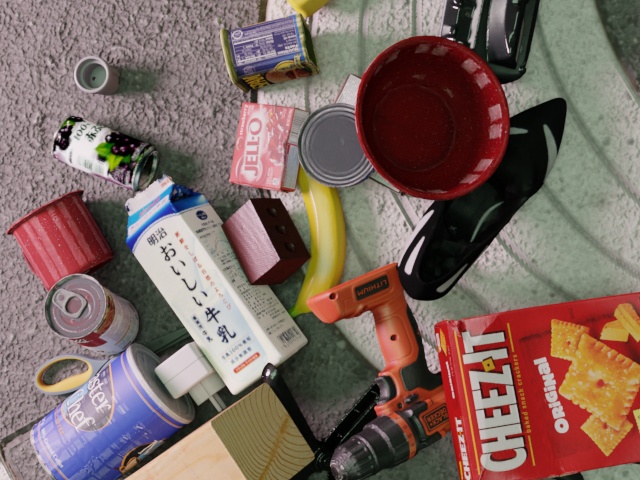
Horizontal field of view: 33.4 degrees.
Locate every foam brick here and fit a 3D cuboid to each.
[{"bbox_3d":[-0.057,0.001,1.118,0.051,0.052,0.078,-39,70,31],"label":"foam brick"}]

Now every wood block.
[{"bbox_3d":[-0.114,0.237,1.075,0.206,0.090,0.090,-38,84,40],"label":"wood block"}]

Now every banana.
[{"bbox_3d":[-0.007,-0.009,1.133,0.070,0.037,0.198,3,91,8],"label":"banana"}]

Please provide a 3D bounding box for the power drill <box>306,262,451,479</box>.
[{"bbox_3d":[0.057,0.129,1.069,0.184,0.057,0.187,-23,90,-34],"label":"power drill"}]

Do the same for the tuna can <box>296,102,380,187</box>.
[{"bbox_3d":[0.021,-0.097,1.092,0.086,0.033,0.086,1,93,12],"label":"tuna can"}]

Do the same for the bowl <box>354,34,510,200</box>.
[{"bbox_3d":[0.102,-0.116,1.050,0.162,0.055,0.162,2,84,-16],"label":"bowl"}]

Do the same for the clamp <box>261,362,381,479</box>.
[{"bbox_3d":[-0.007,0.217,1.105,0.164,0.036,0.210,12,100,-29],"label":"clamp"}]

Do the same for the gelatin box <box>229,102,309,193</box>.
[{"bbox_3d":[-0.055,-0.098,1.129,0.073,0.030,0.089,11,91,37],"label":"gelatin box"}]

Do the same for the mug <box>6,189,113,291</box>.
[{"bbox_3d":[-0.284,0.008,1.158,0.117,0.093,0.081,-30,91,39],"label":"mug"}]

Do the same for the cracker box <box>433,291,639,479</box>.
[{"bbox_3d":[0.233,0.144,1.045,0.213,0.072,0.164,-8,80,-6],"label":"cracker box"}]

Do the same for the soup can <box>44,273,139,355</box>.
[{"bbox_3d":[-0.240,0.080,1.130,0.068,0.102,0.068,-3,73,10],"label":"soup can"}]

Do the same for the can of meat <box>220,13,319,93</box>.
[{"bbox_3d":[-0.050,-0.195,1.108,0.084,0.102,0.057,-12,88,6],"label":"can of meat"}]

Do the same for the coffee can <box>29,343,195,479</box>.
[{"bbox_3d":[-0.218,0.191,1.123,0.140,0.102,0.103,-39,85,5],"label":"coffee can"}]

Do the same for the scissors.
[{"bbox_3d":[-0.218,0.154,1.178,0.202,0.016,0.096,-10,90,9],"label":"scissors"}]
